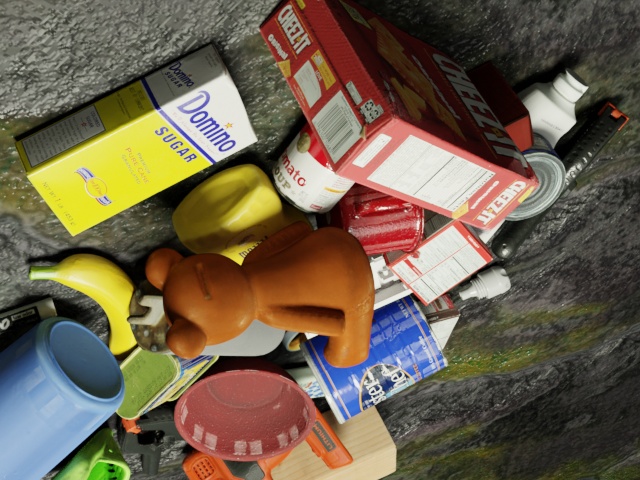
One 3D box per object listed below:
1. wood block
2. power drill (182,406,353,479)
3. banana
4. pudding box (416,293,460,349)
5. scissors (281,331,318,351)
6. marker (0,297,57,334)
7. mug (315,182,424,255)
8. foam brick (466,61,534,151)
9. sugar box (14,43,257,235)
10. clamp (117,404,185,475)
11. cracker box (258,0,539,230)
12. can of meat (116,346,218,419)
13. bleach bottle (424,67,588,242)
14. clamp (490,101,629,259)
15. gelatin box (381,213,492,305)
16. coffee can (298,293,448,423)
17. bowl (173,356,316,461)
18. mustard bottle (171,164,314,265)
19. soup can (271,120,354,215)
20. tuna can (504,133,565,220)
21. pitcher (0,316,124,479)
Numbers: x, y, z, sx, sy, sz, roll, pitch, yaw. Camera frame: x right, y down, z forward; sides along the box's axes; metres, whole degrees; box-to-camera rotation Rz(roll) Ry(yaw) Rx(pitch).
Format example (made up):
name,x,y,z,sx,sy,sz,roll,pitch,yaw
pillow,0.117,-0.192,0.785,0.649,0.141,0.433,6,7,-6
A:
name,x,y,z,sx,sy,sz,roll,pitch,yaw
wood block,-0.009,0.301,1.446,0.206,0.090,0.091,-22,148,-11
power drill,-0.054,0.302,1.347,0.187,0.184,0.057,-35,-178,-8
banana,-0.205,0.061,1.026,0.070,0.037,0.197,-10,147,11
pudding box,0.117,0.122,1.342,0.089,0.039,0.114,-13,146,-24
scissors,0.047,0.075,1.246,0.202,0.016,0.096,-33,149,6
marker,-0.306,0.080,0.988,0.121,0.020,0.020,-18,146,-15
mug,0.049,-0.028,1.029,0.081,0.093,0.117,-9,178,-20
foam brick,0.160,-0.119,1.009,0.051,0.078,0.053,-28,145,-1
sugar box,-0.145,-0.080,0.865,0.176,0.048,0.093,-26,147,-2
clamp,-0.180,0.226,1.264,0.120,0.039,0.171,-33,154,-5
cracker box,0.069,-0.109,0.876,0.072,0.164,0.213,-44,144,25
can of meat,-0.165,0.133,1.100,0.102,0.057,0.083,-44,172,23
bleach bottle,0.185,-0.072,1.106,0.102,0.068,0.251,15,126,-42
clamp,0.254,-0.059,1.164,0.210,0.036,0.164,-50,174,0
gelatin box,0.120,0.015,1.094,0.089,0.030,0.073,-36,126,15
coffee can,0.060,0.132,1.223,0.140,0.103,0.102,-28,147,-2
bowl,-0.087,0.185,1.231,0.162,0.055,0.162,-2,131,-2
mustard bottle,-0.057,0.002,1.031,0.096,0.058,0.191,-34,147,8
soup can,0.010,-0.081,0.959,0.068,0.068,0.102,8,133,-43
tuna can,0.196,-0.062,1.049,0.086,0.034,0.086,-10,132,-11
pitcher,-0.311,0.175,1.009,0.243,0.145,0.149,-39,165,18
